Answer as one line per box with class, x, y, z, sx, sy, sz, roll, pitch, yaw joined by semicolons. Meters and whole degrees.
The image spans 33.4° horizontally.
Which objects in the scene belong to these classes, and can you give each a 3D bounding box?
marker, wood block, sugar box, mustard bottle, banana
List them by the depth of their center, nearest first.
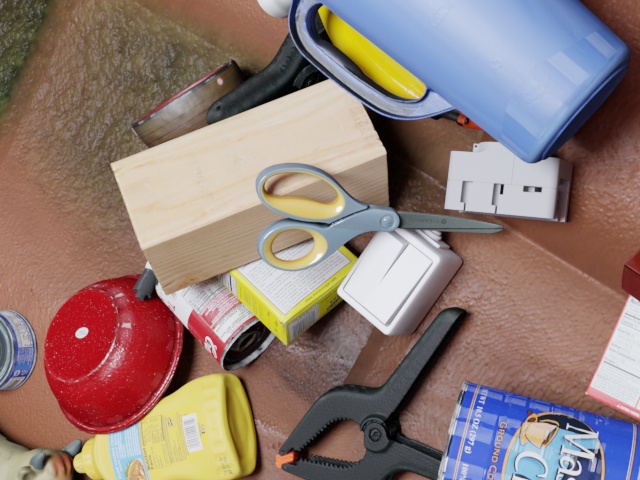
banana;0.034;-0.184;0.871;0.070;0.037;0.198;-26;77;35
wood block;-0.055;-0.046;0.887;0.206;0.091;0.090;-22;63;-5
sugar box;-0.056;0.001;0.944;0.093;0.048;0.176;-37;62;-22
marker;-0.143;0.002;1.000;0.020;0.020;0.121;14;68;28
mustard bottle;-0.154;0.191;1.000;0.192;0.058;0.096;-18;77;25

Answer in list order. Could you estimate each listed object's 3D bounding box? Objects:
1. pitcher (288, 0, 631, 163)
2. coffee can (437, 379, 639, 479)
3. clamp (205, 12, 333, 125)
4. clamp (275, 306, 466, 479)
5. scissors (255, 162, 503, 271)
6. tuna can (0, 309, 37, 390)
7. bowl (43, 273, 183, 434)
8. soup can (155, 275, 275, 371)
pitcher;0.095;-0.163;0.783;0.243;0.149;0.145;43;70;11
coffee can;0.164;0.170;0.791;0.140;0.102;0.103;13;93;13
clamp;-0.028;-0.145;0.923;0.039;0.120;0.171;38;101;17
clamp;0.060;0.169;0.901;0.210;0.036;0.164;-27;76;22
scissors;0.037;-0.002;0.844;0.201;0.016;0.096;19;109;-15
tuna can;-0.340;0.115;1.117;0.086;0.033;0.086;-2;86;28
bowl;-0.208;0.098;1.007;0.162;0.055;0.162;-15;59;27
soup can;-0.094;0.059;0.971;0.102;0.068;0.068;44;107;23
